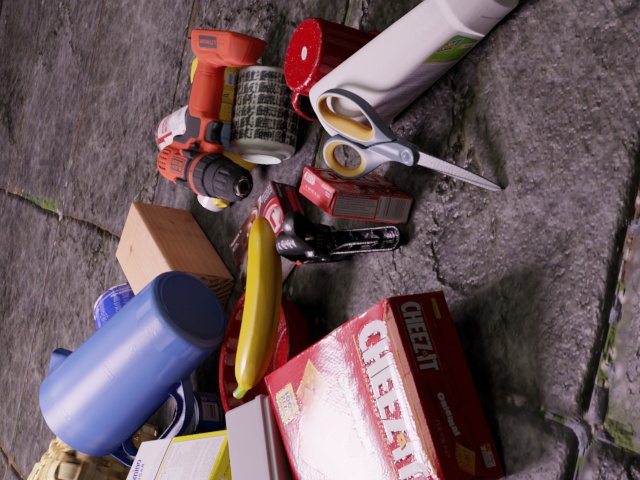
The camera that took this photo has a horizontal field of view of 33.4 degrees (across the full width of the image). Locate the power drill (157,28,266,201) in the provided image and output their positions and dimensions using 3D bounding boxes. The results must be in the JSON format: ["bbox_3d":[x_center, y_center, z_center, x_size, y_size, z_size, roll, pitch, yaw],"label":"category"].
[{"bbox_3d":[-0.117,-0.143,1.213,0.185,0.057,0.188,21,98,52],"label":"power drill"}]

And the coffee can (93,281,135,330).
[{"bbox_3d":[-0.253,0.141,1.472,0.103,0.102,0.140,-60,34,30],"label":"coffee can"}]

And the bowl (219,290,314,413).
[{"bbox_3d":[-0.052,0.129,1.170,0.162,0.055,0.162,-29,56,54],"label":"bowl"}]

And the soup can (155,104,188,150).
[{"bbox_3d":[-0.178,-0.153,1.475,0.102,0.068,0.068,-14,68,58],"label":"soup can"}]

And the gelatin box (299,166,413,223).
[{"bbox_3d":[0.034,-0.045,1.042,0.073,0.089,0.030,43,123,57],"label":"gelatin box"}]

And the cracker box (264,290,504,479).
[{"bbox_3d":[0.045,0.159,0.938,0.214,0.071,0.164,-39,62,50],"label":"cracker box"}]

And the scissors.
[{"bbox_3d":[0.071,-0.068,0.982,0.202,0.016,0.096,37,137,21],"label":"scissors"}]

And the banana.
[{"bbox_3d":[-0.068,0.070,1.122,0.070,0.037,0.198,-1,78,58],"label":"banana"}]

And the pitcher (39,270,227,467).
[{"bbox_3d":[-0.216,0.154,1.285,0.243,0.149,0.145,-43,33,30],"label":"pitcher"}]

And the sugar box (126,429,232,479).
[{"bbox_3d":[-0.152,0.266,1.188,0.177,0.048,0.093,-19,41,47],"label":"sugar box"}]

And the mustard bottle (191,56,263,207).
[{"bbox_3d":[-0.118,-0.135,1.336,0.058,0.096,0.191,-21,63,56],"label":"mustard bottle"}]

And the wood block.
[{"bbox_3d":[-0.198,0.036,1.426,0.206,0.090,0.091,50,124,54],"label":"wood block"}]

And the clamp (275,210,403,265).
[{"bbox_3d":[-0.007,-0.001,1.077,0.172,0.120,0.039,-20,57,61],"label":"clamp"}]

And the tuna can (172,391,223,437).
[{"bbox_3d":[-0.156,0.232,1.339,0.086,0.033,0.086,-29,56,54],"label":"tuna can"}]

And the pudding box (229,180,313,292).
[{"bbox_3d":[-0.058,0.001,1.241,0.114,0.039,0.090,-58,36,33],"label":"pudding box"}]

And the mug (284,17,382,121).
[{"bbox_3d":[0.009,-0.180,1.140,0.117,0.081,0.093,-59,35,31],"label":"mug"}]

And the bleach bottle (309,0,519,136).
[{"bbox_3d":[0.101,-0.183,0.984,0.251,0.102,0.068,-35,80,43],"label":"bleach bottle"}]
